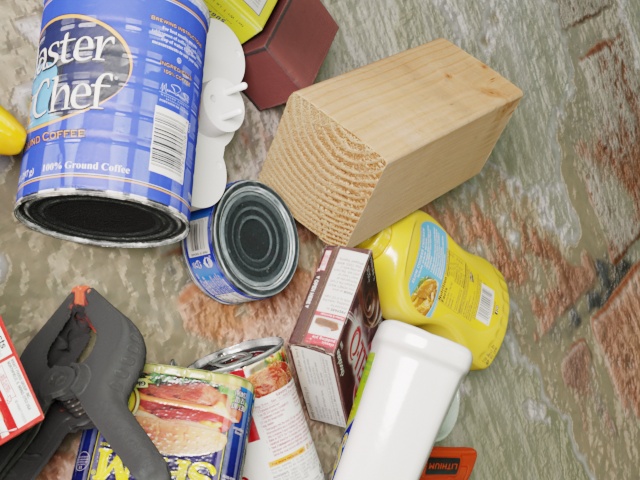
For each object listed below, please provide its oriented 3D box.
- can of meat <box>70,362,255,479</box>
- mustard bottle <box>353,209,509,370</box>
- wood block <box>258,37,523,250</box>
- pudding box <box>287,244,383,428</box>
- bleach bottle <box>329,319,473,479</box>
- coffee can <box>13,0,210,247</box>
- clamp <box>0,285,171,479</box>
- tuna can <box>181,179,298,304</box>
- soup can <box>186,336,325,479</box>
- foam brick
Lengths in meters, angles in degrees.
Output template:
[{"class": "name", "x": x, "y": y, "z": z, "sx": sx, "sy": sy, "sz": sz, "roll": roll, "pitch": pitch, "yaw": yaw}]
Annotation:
[{"class": "can of meat", "x": -0.092, "y": 0.122, "z": 0.633, "sx": 0.057, "sy": 0.102, "sz": 0.084, "roll": 94, "pitch": 4, "yaw": -64}, {"class": "mustard bottle", "x": 0.081, "y": 0.029, "z": 0.875, "sx": 0.191, "sy": 0.058, "sz": 0.096, "roll": 36, "pitch": 59, "yaw": -38}, {"class": "wood block", "x": 0.058, "y": -0.081, "z": 0.829, "sx": 0.090, "sy": 0.091, "sz": 0.205, "roll": 39, "pitch": 39, "yaw": 19}, {"class": "pudding box", "x": 0.014, "y": 0.070, "z": 0.771, "sx": 0.113, "sy": 0.039, "sz": 0.090, "roll": 75, "pitch": 30, "yaw": -52}, {"class": "bleach bottle", "x": 0.028, "y": 0.183, "z": 0.728, "sx": 0.102, "sy": 0.068, "sz": 0.251, "roll": 84, "pitch": 27, "yaw": -81}, {"class": "coffee can", "x": -0.123, "y": -0.077, "z": 0.640, "sx": 0.102, "sy": 0.103, "sz": 0.140, "roll": 20, "pitch": 67, "yaw": -44}, {"class": "clamp", "x": -0.126, "y": 0.089, "z": 0.583, "sx": 0.171, "sy": 0.120, "sz": 0.039, "roll": -84, "pitch": 162, "yaw": -45}, {"class": "tuna can", "x": -0.055, "y": 0.001, "z": 0.749, "sx": 0.086, "sy": 0.034, "sz": 0.086, "roll": 14, "pitch": 71, "yaw": -46}, {"class": "soup can", "x": -0.042, "y": 0.123, "z": 0.709, "sx": 0.068, "sy": 0.069, "sz": 0.102, "roll": -24, "pitch": 100, "yaw": -48}, {"class": "foam brick", "x": -0.031, "y": -0.146, "z": 0.798, "sx": 0.051, "sy": 0.053, "sz": 0.078, "roll": 46, "pitch": 52, "yaw": -31}]
